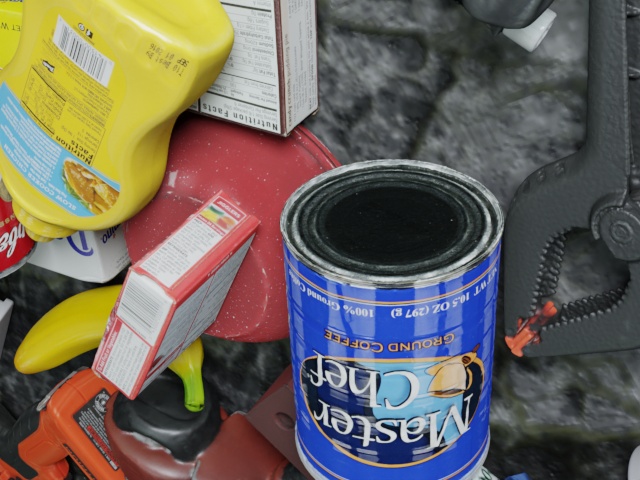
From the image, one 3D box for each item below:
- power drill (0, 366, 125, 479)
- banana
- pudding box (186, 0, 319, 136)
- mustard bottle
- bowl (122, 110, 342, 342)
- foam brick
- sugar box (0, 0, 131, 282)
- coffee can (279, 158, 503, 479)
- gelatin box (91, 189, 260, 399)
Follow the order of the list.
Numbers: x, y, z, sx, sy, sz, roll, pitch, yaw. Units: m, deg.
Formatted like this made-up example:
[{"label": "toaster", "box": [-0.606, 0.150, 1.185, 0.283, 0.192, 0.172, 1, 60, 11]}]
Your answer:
[{"label": "power drill", "box": [-0.193, 0.180, 0.811, 0.188, 0.057, 0.184, -27, 104, 43]}, {"label": "banana", "box": [-0.134, 0.060, 0.679, 0.198, 0.069, 0.037, 2, 153, 46]}, {"label": "pudding box", "box": [-0.048, -0.113, 0.510, 0.090, 0.039, 0.113, 17, 131, 23]}, {"label": "mustard bottle", "box": [-0.115, -0.060, 0.524, 0.096, 0.058, 0.192, 40, 135, 4]}, {"label": "bowl", "box": [-0.054, 0.001, 0.586, 0.162, 0.055, 0.162, 18, 130, 23]}, {"label": "foam brick", "box": [0.007, 0.105, 0.625, 0.078, 0.051, 0.053, 44, 135, -2]}, {"label": "sugar box", "box": [-0.165, -0.062, 0.622, 0.093, 0.048, 0.176, 15, 128, 25]}, {"label": "coffee can", "box": [0.035, 0.046, 0.525, 0.103, 0.102, 0.140, 16, 129, 24]}, {"label": "gelatin box", "box": [-0.072, 0.028, 0.526, 0.030, 0.073, 0.089, 37, 135, 7]}]
